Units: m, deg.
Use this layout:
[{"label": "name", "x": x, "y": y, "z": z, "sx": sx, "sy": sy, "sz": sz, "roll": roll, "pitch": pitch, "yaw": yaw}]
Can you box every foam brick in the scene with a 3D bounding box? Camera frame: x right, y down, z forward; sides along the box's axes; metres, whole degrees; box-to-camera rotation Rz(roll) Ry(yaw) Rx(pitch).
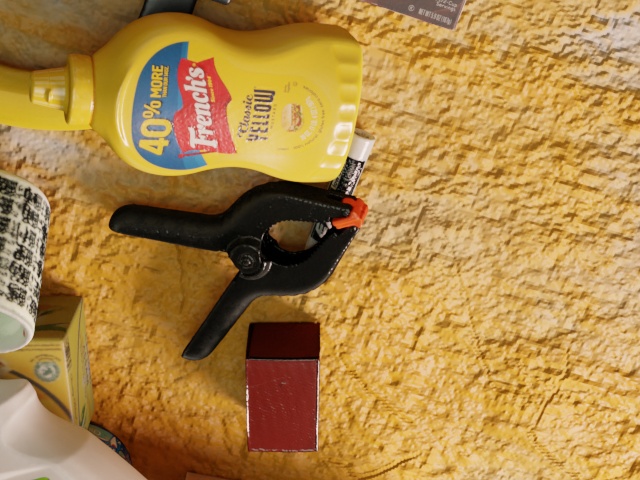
[{"label": "foam brick", "x": -0.026, "y": 0.103, "z": 0.751, "sx": 0.051, "sy": 0.053, "sz": 0.078, "roll": 1, "pitch": 115, "yaw": -1}]

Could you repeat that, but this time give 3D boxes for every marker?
[{"label": "marker", "x": 0.007, "y": -0.017, "z": 0.715, "sx": 0.020, "sy": 0.020, "sz": 0.121, "roll": 18, "pitch": 113, "yaw": -8}]

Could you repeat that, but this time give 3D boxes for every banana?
[{"label": "banana", "x": -0.177, "y": -0.102, "z": 0.667, "sx": 0.197, "sy": 0.037, "sz": 0.070, "roll": 12, "pitch": 114, "yaw": -6}]

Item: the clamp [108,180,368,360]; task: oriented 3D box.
[{"label": "clamp", "x": -0.055, "y": 0.001, "z": 0.705, "sx": 0.172, "sy": 0.039, "sz": 0.120, "roll": -30, "pitch": 112, "yaw": 19}]

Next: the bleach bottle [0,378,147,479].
[{"label": "bleach bottle", "x": -0.151, "y": 0.173, "z": 0.691, "sx": 0.103, "sy": 0.068, "sz": 0.251, "roll": -36, "pitch": 99, "yaw": 21}]

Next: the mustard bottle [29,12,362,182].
[{"label": "mustard bottle", "x": -0.074, "y": -0.086, "z": 0.635, "sx": 0.191, "sy": 0.058, "sz": 0.096, "roll": 1, "pitch": 119, "yaw": -19}]
